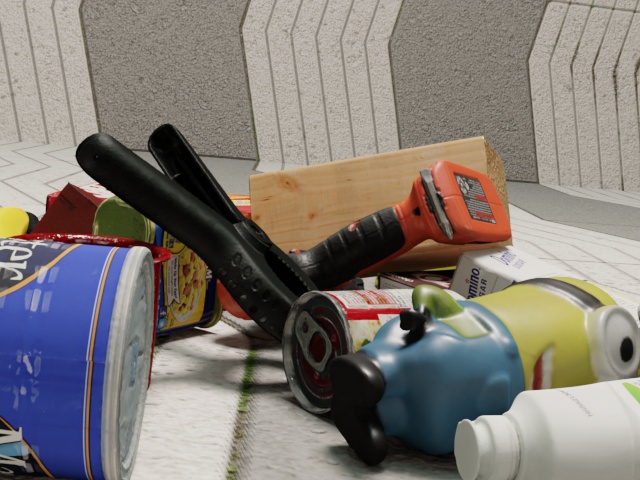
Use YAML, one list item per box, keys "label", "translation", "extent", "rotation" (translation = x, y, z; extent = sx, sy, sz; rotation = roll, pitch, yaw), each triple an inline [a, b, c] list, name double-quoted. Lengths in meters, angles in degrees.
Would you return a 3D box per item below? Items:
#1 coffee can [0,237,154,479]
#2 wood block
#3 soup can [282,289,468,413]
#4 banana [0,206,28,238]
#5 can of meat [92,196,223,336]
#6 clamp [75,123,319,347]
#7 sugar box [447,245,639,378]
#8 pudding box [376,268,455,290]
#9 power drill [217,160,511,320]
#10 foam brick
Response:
- label: "coffee can"
  translation: [-0.148, 0.048, 0.459]
  extent: [0.140, 0.103, 0.103]
  rotation: [5, 8, -3]
- label: "wood block"
  translation: [0.052, -0.020, 0.915]
  extent: [0.206, 0.090, 0.090]
  rotation: [-8, -12, 18]
- label: "soup can"
  translation: [0.038, 0.062, 0.620]
  extent: [0.102, 0.068, 0.069]
  rotation: [1, 9, -34]
- label: "banana"
  translation: [-0.231, 0.016, 0.810]
  extent: [0.069, 0.037, 0.198]
  rotation: [19, 13, -38]
- label: "can of meat"
  translation: [-0.112, 0.016, 0.739]
  extent: [0.058, 0.102, 0.083]
  rotation: [11, 11, 31]
- label: "clamp"
  translation: [-0.054, 0.001, 0.673]
  extent: [0.210, 0.036, 0.164]
  rotation: [44, 12, -8]
- label: "sugar box"
  translation: [0.179, 0.058, 0.709]
  extent: [0.176, 0.048, 0.093]
  rotation: [24, 15, 29]
- label: "pudding box"
  translation: [0.113, 0.052, 0.862]
  extent: [0.089, 0.039, 0.114]
  rotation: [0, 9, -37]
- label: "power drill"
  translation: [0.040, 0.011, 0.779]
  extent: [0.188, 0.057, 0.184]
  rotation: [-27, -13, 23]
- label: "foam brick"
  translation: [-0.165, 0.002, 0.792]
  extent: [0.078, 0.053, 0.051]
  rotation: [37, 1, 32]
